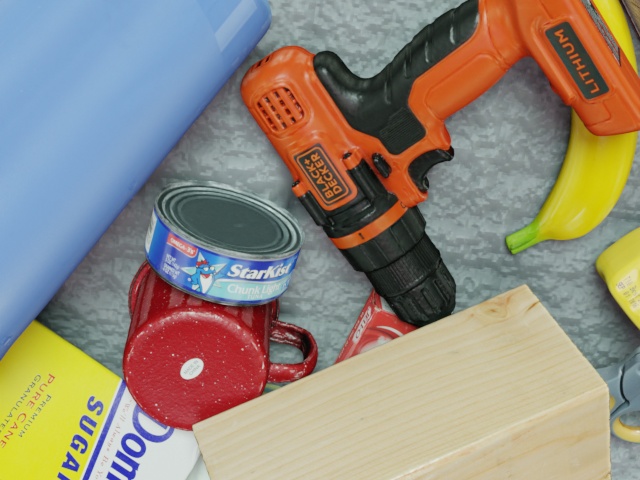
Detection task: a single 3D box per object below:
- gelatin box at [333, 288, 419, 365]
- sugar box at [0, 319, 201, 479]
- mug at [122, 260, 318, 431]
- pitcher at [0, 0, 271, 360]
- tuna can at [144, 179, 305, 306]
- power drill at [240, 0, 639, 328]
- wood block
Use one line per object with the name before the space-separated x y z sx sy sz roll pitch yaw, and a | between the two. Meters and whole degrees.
gelatin box | 0.056 0.080 0.665 0.089 0.030 0.073 22 112 -12
sugar box | -0.162 0.105 0.625 0.176 0.048 0.093 34 77 -4
mug | -0.059 0.059 0.623 0.117 0.081 0.093 14 114 -8
pitcher | -0.139 -0.055 0.524 0.243 0.149 0.145 -48 129 -4
tuna can | -0.054 0.001 0.594 0.086 0.086 0.034 15 115 -9
power drill | 0.074 -0.053 0.569 0.188 0.057 0.184 -28 110 24
wood block | 0.046 0.119 0.592 0.206 0.091 0.090 -22 131 -8
